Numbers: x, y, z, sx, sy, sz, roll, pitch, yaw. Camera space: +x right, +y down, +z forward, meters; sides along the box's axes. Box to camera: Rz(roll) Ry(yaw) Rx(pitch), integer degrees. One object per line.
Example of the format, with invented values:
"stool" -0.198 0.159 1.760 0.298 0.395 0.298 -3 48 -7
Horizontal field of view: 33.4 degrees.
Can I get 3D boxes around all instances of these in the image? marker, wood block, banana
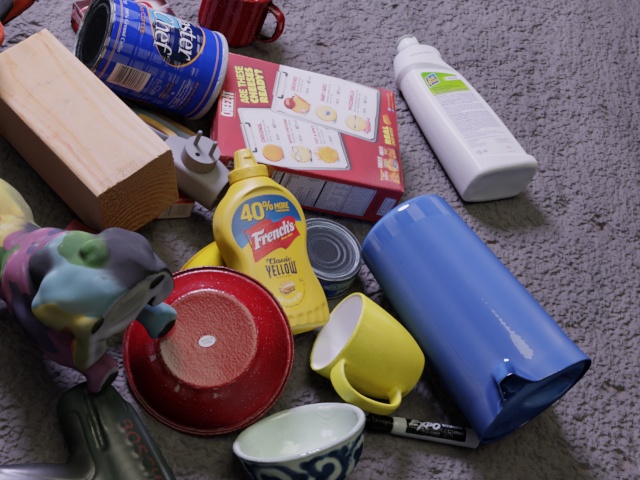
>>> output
"marker" 0.099 0.187 1.055 0.121 0.020 0.020 12 50 -14
"wood block" -0.242 -0.104 1.065 0.090 0.091 0.206 -37 65 -23
"banana" -0.111 0.046 1.070 0.069 0.037 0.197 47 48 -18

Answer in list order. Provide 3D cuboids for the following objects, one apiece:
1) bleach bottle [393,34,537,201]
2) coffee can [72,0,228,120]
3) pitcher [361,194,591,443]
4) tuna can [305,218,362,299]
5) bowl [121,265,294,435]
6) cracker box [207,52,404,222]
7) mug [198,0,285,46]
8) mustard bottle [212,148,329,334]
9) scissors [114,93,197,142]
"bleach bottle" 0.167 -0.163 1.337 0.102 0.068 0.251 -8 55 -29
"coffee can" -0.186 -0.200 1.164 0.140 0.103 0.103 16 47 -32
"pitcher" 0.152 0.075 1.089 0.144 0.149 0.243 -21 62 -29
"tuna can" 0.001 0.018 1.138 0.086 0.034 0.086 12 50 -14
"bowl" -0.103 0.095 0.977 0.162 0.055 0.162 1 74 -4
"cracker box" -0.019 -0.115 1.212 0.213 0.072 0.164 10 50 -15
"mug" -0.094 -0.287 1.310 0.117 0.082 0.093 36 48 7
"mustard bottle" -0.057 0.001 1.067 0.096 0.058 0.191 -9 80 -29
"scissors" -0.222 -0.148 1.163 0.201 0.016 0.096 27 14 -2
